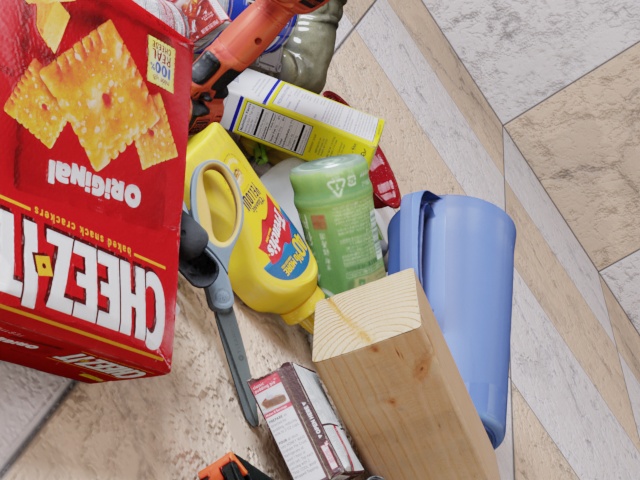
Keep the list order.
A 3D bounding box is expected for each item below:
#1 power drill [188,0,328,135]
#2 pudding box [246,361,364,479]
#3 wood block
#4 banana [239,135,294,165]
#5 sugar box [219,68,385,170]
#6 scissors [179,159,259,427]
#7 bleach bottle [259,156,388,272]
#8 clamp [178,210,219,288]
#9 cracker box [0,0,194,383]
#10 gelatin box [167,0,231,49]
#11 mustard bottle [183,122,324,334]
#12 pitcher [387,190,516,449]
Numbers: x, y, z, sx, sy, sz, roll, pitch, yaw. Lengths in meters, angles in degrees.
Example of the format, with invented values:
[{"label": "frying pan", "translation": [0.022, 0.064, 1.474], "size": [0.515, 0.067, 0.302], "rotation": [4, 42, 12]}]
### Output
[{"label": "power drill", "translation": [-0.082, -0.156, 0.863], "size": [0.057, 0.188, 0.184], "rotation": [47, 15, 2]}, {"label": "pudding box", "translation": [-0.009, 0.138, 0.780], "size": [0.090, 0.039, 0.113], "rotation": [62, 1, 14]}, {"label": "wood block", "translation": [0.075, 0.141, 0.874], "size": [0.091, 0.090, 0.206], "rotation": [-87, 154, -62]}, {"label": "banana", "translation": [-0.034, -0.082, 1.105], "size": [0.197, 0.037, 0.069], "rotation": [21, 47, -62]}, {"label": "sugar box", "translation": [-0.029, -0.117, 1.020], "size": [0.176, 0.048, 0.093], "rotation": [19, 23, 1]}, {"label": "scissors", "translation": [-0.092, 0.035, 0.781], "size": [0.096, 0.016, 0.202], "rotation": [5, 72, -23]}, {"label": "bleach bottle", "translation": [0.027, -0.007, 1.103], "size": [0.250, 0.068, 0.102], "rotation": [27, 35, -61]}, {"label": "clamp", "translation": [-0.129, -0.037, 0.715], "size": [0.171, 0.039, 0.120], "rotation": [44, -16, -1]}, {"label": "cracker box", "translation": [-0.146, -0.043, 0.584], "size": [0.164, 0.072, 0.213], "rotation": [30, 56, -54]}, {"label": "gelatin box", "translation": [-0.135, -0.198, 0.941], "size": [0.073, 0.089, 0.030], "rotation": [57, 20, -3]}, {"label": "mustard bottle", "translation": [-0.055, 0.001, 0.880], "size": [0.191, 0.058, 0.096], "rotation": [54, 28, -16]}, {"label": "pitcher", "translation": [0.120, 0.078, 1.033], "size": [0.149, 0.145, 0.242], "rotation": [16, 52, -12]}]
